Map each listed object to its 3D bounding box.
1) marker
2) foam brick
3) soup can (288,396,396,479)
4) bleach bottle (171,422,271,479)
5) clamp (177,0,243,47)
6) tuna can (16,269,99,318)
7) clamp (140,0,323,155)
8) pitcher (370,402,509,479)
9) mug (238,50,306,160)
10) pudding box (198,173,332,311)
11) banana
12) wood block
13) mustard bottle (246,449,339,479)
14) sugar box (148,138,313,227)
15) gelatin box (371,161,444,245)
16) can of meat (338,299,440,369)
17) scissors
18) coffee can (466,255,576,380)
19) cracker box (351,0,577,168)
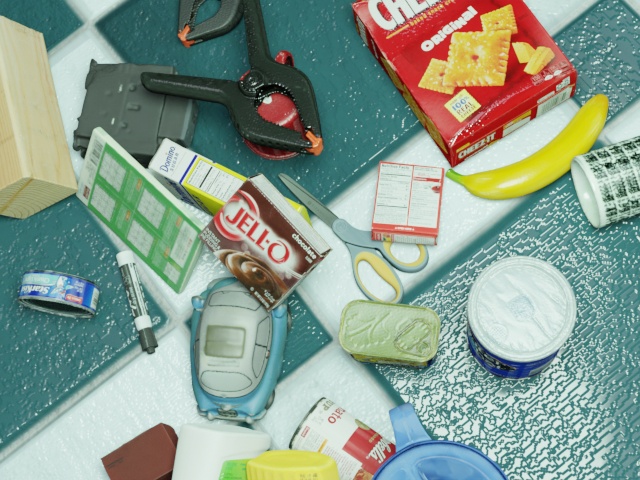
[{"bbox_3d":[-0.205,0.070,1.196,0.020,0.020,0.121,-19,74,2],"label":"marker"},{"bbox_3d":[-0.183,0.236,1.133,0.078,0.051,0.053,-30,73,-1],"label":"foam brick"},{"bbox_3d":[0.027,0.217,1.101,0.102,0.068,0.068,33,82,15],"label":"soup can"},{"bbox_3d":[-0.118,0.316,1.089,0.068,0.102,0.251,6,84,35],"label":"bleach bottle"},{"bbox_3d":[-0.119,-0.310,1.275,0.171,0.039,0.120,-44,73,-5],"label":"clamp"},{"bbox_3d":[-0.288,0.059,1.176,0.086,0.086,0.034,7,75,9],"label":"tuna can"},{"bbox_3d":[-0.082,-0.161,1.145,0.164,0.036,0.210,-38,74,-3],"label":"clamp"},{"bbox_3d":[0.110,0.251,0.990,0.145,0.243,0.149,23,79,12],"label":"pitcher"},{"bbox_3d":[-0.049,-0.158,1.203,0.093,0.081,0.117,13,77,10],"label":"mug"},{"bbox_3d":[-0.057,0.001,1.095,0.113,0.039,0.090,45,117,4],"label":"pudding box"},{"bbox_3d":[0.239,-0.093,1.171,0.198,0.037,0.070,-26,74,0],"label":"banana"},{"bbox_3d":[-0.359,-0.141,1.223,0.091,0.090,0.206,-23,72,24],"label":"wood block"},{"bbox_3d":[-0.017,0.309,1.069,0.096,0.058,0.191,-4,98,33],"label":"mustard bottle"},{"bbox_3d":[-0.097,-0.044,1.174,0.176,0.093,0.048,24,77,13],"label":"sugar box"},{"bbox_3d":[0.096,-0.041,1.171,0.073,0.030,0.089,5,62,7],"label":"gelatin box"},{"bbox_3d":[0.074,0.101,1.117,0.102,0.084,0.057,6,76,9],"label":"can of meat"},{"bbox_3d":[0.043,-0.018,1.189,0.096,0.016,0.202,-31,74,-3],"label":"scissors"},{"bbox_3d":[0.199,0.081,1.077,0.103,0.140,0.103,-2,75,7],"label":"coffee can"},{"bbox_3d":[0.158,-0.214,1.192,0.164,0.072,0.214,-31,70,-2],"label":"cracker box"}]
